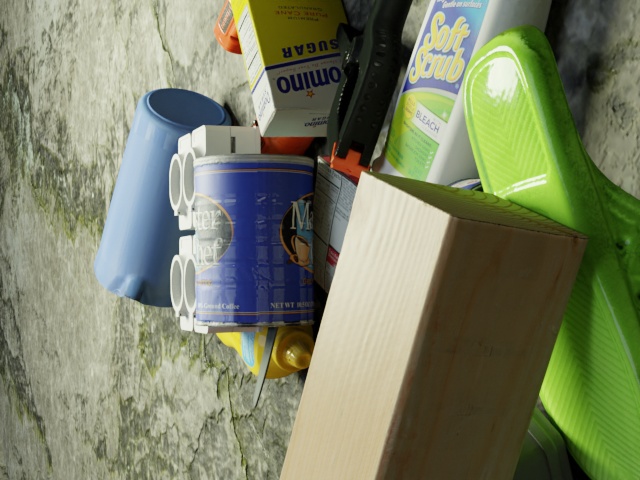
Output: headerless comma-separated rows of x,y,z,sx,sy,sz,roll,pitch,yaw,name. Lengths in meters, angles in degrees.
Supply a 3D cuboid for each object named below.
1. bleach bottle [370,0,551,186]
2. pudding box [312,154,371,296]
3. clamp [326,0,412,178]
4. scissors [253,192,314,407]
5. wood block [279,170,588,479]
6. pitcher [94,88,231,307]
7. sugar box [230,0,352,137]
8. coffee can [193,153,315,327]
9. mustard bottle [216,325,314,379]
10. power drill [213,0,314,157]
0.102,-0.135,0.691,0.103,0.068,0.251,-128,44,-53,bleach bottle
0.023,-0.008,0.902,0.090,0.039,0.113,-135,50,-59,pudding box
0.034,-0.132,0.800,0.165,0.036,0.210,131,155,-62,clamp
-0.046,0.046,0.995,0.096,0.016,0.202,24,91,53,scissors
0.053,0.078,0.567,0.091,0.090,0.206,34,113,58,wood block
-0.180,-0.056,1.259,0.149,0.144,0.243,47,132,38,pitcher
-0.021,-0.173,0.919,0.048,0.093,0.176,123,137,-53,sugar box
-0.056,0.001,0.906,0.103,0.102,0.140,176,94,-66,coffee can
-0.054,0.083,1.056,0.192,0.058,0.096,-146,63,-61,mustard bottle
-0.059,-0.144,1.053,0.185,0.057,0.188,134,127,-58,power drill
